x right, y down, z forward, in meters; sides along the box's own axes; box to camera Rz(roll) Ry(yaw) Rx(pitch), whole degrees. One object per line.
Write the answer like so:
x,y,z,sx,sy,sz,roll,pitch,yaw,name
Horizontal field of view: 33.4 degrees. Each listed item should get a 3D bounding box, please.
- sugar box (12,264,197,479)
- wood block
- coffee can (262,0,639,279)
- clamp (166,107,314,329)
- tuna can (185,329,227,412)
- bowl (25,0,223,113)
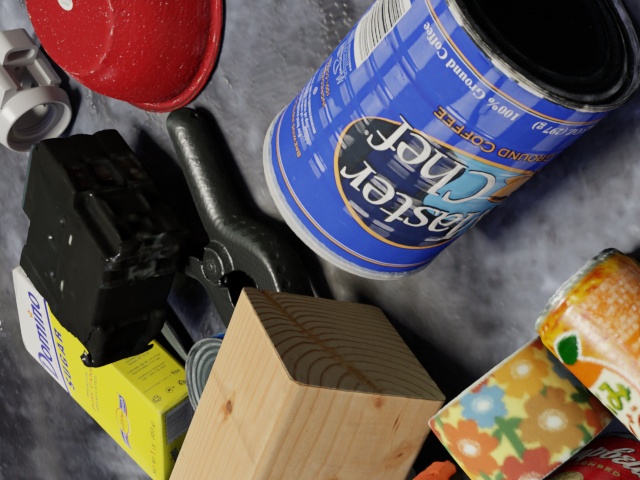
-0.156,0.091,0.780,0.176,0.048,0.093,35,140,28,sugar box
-0.026,0.141,0.587,0.206,0.090,0.091,-68,29,22,wood block
0.052,-0.059,0.464,0.103,0.102,0.141,57,137,10,coffee can
-0.054,0.001,0.648,0.172,0.039,0.120,38,136,31,clamp
-0.047,0.097,0.687,0.086,0.033,0.086,21,122,38,tuna can
-0.132,-0.151,0.647,0.162,0.055,0.162,22,122,39,bowl
